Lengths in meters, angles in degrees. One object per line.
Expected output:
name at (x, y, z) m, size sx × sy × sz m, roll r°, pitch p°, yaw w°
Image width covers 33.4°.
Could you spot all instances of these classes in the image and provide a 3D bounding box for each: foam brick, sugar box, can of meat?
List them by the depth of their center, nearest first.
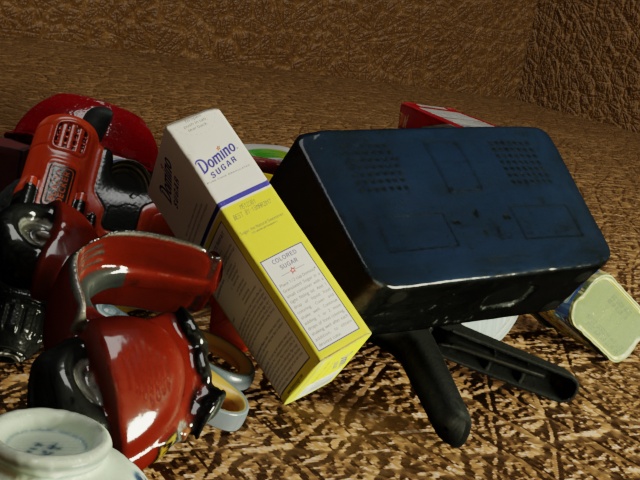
sugar box at (-0.043, 0.011, 0.677) m, size 0.048 × 0.093 × 0.176 m, roll -25°, pitch 74°, yaw -26°
can of meat at (0.218, 0.051, 0.909) m, size 0.102 × 0.057 × 0.084 m, roll 38°, pitch -3°, yaw -37°
foam brick at (-0.294, -0.053, 0.982) m, size 0.051 × 0.078 × 0.053 m, roll 10°, pitch 11°, yaw 1°

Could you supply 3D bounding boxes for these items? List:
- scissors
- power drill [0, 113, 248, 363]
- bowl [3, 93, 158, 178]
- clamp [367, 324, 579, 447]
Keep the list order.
scissors at (-0.119, 0.049, 0.673) m, size 0.202 × 0.016 × 0.096 m, roll 37°, pitch 19°, yaw 14°
power drill at (-0.126, 0.016, 0.732) m, size 0.187 × 0.184 × 0.057 m, roll 19°, pitch -31°, yaw -21°
bowl at (-0.224, -0.104, 1.050) m, size 0.162 × 0.055 × 0.162 m, roll 15°, pitch -7°, yaw 2°
clamp at (0.079, 0.067, 0.773) m, size 0.164 × 0.036 × 0.210 m, roll 0°, pitch 31°, yaw -45°
